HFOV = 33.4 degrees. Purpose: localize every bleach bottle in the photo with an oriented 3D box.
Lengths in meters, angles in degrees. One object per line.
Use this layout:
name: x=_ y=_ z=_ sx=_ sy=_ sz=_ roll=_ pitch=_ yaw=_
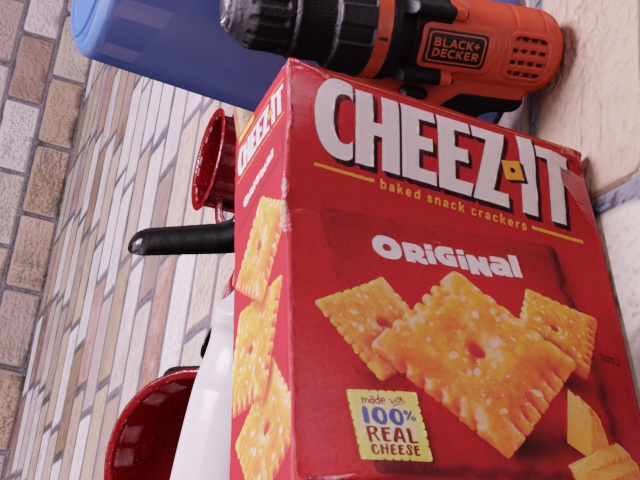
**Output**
bleach bottle: x=-0.060 y=0.137 z=0.715 sx=0.102 sy=0.068 sz=0.251 roll=13 pitch=-95 yaw=-68

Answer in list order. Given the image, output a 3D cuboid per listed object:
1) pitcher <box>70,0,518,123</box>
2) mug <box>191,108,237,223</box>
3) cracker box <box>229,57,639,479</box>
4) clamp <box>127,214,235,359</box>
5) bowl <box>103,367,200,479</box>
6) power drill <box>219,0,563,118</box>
pitcher: x=-0.013 y=-0.141 z=0.628 sx=0.145 sy=0.242 sz=0.149 roll=-50 pitch=36 yaw=46
mug: x=-0.063 y=-0.053 z=0.944 sx=0.093 sy=0.081 sz=0.117 roll=129 pitch=149 yaw=-52
cracker box: x=0.048 y=0.036 z=0.457 sx=0.072 sy=0.164 sz=0.213 roll=128 pitch=150 yaw=-46
clamp: x=-0.055 y=0.001 z=0.801 sx=0.171 sy=0.120 sz=0.039 roll=-40 pitch=32 yaw=-1
bowl: x=-0.083 y=0.178 z=0.810 sx=0.162 sy=0.055 sz=0.162 roll=-3 pitch=82 yaw=25
power drill: x=0.026 y=-0.047 z=0.576 sx=0.057 sy=0.184 sz=0.188 roll=-114 pitch=33 yaw=-61
